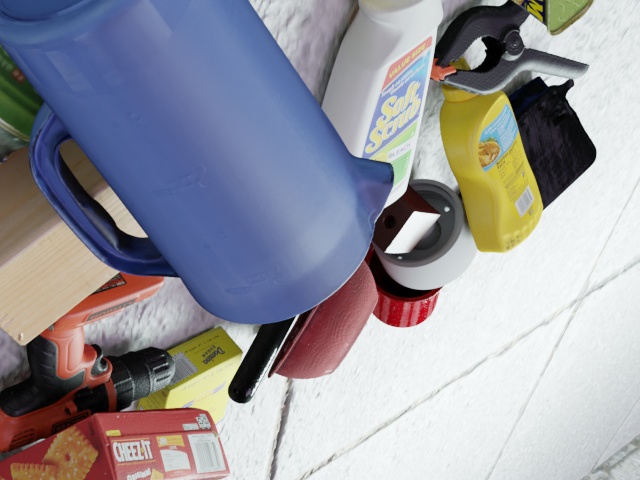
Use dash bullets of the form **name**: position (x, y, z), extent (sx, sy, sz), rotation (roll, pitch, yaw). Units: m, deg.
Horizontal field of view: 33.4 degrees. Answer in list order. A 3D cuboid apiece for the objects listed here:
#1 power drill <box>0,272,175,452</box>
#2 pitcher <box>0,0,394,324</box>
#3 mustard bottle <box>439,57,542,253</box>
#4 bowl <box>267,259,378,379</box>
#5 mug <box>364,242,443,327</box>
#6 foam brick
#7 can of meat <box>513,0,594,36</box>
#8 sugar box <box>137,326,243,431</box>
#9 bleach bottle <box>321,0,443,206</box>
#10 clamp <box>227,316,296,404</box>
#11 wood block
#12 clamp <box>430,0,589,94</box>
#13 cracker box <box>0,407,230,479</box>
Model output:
- **power drill**: position (-0.185, 0.087, 0.880), extent (0.184, 0.057, 0.188), rotation (-20, 145, -39)
- **pitcher**: position (-0.078, -0.064, 0.582), extent (0.149, 0.145, 0.242), rotation (-51, 140, -14)
- **mustard bottle**: position (0.159, -0.088, 1.031), extent (0.096, 0.058, 0.191), rotation (-47, 125, -38)
- **bowl**: position (0.011, 0.079, 1.056), extent (0.162, 0.055, 0.162), rotation (-58, -179, 2)
- **mug**: position (0.094, 0.034, 1.167), extent (0.081, 0.093, 0.117), rotation (91, 14, -60)
- **foam brick**: position (0.064, -0.031, 1.028), extent (0.051, 0.078, 0.053), rotation (1, 129, -56)
- **can of meat**: position (0.182, -0.235, 0.891), extent (0.057, 0.084, 0.102), rotation (-39, 153, -8)
- **sugar box**: position (-0.139, 0.171, 1.076), extent (0.093, 0.048, 0.176), rotation (-25, 146, -35)
- **bleach bottle**: position (0.044, -0.129, 0.882), extent (0.102, 0.068, 0.251), rotation (-28, 147, -29)
- **clamp**: position (-0.026, 0.051, 1.013), extent (0.210, 0.036, 0.164), rotation (-62, -179, 23)
- **wood block**: position (-0.153, -0.039, 0.709), extent (0.206, 0.090, 0.091), rotation (-38, 152, -10)
- **clamp**: position (0.174, -0.174, 0.972), extent (0.171, 0.039, 0.120), rotation (-33, 108, -13)
- **cracker box**: position (-0.212, 0.213, 0.925), extent (0.214, 0.072, 0.164), rotation (-27, 162, 24)
